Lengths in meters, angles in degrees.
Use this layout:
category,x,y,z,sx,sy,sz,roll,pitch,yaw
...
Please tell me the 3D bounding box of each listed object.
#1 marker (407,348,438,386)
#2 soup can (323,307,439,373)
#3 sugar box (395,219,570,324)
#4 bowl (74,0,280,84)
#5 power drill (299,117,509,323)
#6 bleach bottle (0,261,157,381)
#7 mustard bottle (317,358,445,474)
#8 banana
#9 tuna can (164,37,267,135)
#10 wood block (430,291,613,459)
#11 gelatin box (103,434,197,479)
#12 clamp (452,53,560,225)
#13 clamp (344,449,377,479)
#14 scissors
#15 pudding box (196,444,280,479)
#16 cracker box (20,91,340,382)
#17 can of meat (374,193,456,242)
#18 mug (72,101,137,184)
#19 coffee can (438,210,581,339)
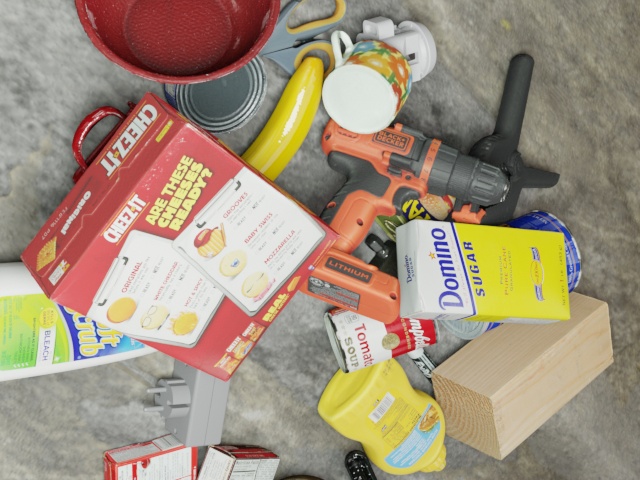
category,x,y,z,sx,sy,sz,roll,pitch,yaw
marker,0.115,0.136,1.190,0.020,0.020,0.121,-48,127,-12
soup can,0.062,0.089,1.087,0.102,0.068,0.068,-18,117,-7
sugar box,0.162,0.033,1.057,0.176,0.048,0.093,4,75,-27
bowl,-0.115,-0.186,0.863,0.162,0.055,0.162,3,69,-7
power drill,0.066,-0.020,0.986,0.057,0.184,0.187,91,21,-60
bleach bottle,-0.192,0.057,0.920,0.250,0.068,0.102,-7,111,-36
mustard bottle,0.084,0.201,1.165,0.096,0.058,0.191,-51,127,-9
banana,-0.058,-0.081,0.973,0.197,0.037,0.069,-45,142,-10
tuna can,-0.092,-0.137,0.927,0.086,0.034,0.086,-16,125,-24
wood block,0.233,0.145,1.216,0.205,0.091,0.090,-32,122,-31
gelatin box,-0.162,0.229,1.020,0.089,0.030,0.073,-10,113,-33
clamp,0.193,-0.090,1.121,0.209,0.036,0.164,-42,124,-44
clamp,0.064,0.308,1.153,0.039,0.120,0.171,-13,146,13
scissors,-0.055,-0.161,0.970,0.201,0.016,0.096,-32,124,-19
pudding box,-0.092,0.258,1.052,0.089,0.039,0.113,21,87,-60
cracker box,-0.105,0.004,0.857,0.164,0.072,0.213,-52,139,3
can of meat,0.093,-0.050,1.087,0.084,0.058,0.102,-52,128,-13
mug,-0.157,-0.062,0.884,0.081,0.093,0.117,-50,134,-5
coffee can,0.197,0.036,1.160,0.140,0.103,0.103,-21,117,-28
